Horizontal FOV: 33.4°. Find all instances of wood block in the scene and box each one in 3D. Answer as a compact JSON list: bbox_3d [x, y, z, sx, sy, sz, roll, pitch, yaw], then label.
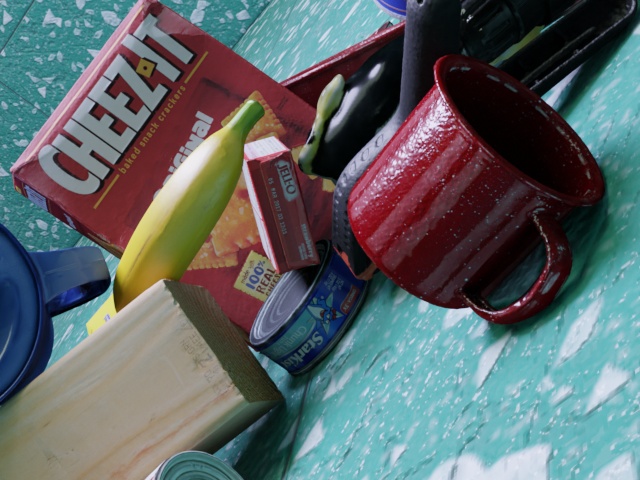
[{"bbox_3d":[-0.136,0.122,0.640,0.206,0.090,0.090,-38,-12,6],"label":"wood block"}]

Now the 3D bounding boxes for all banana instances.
[{"bbox_3d":[-0.089,0.002,0.647,0.069,0.037,0.198,-37,-13,-52],"label":"banana"}]

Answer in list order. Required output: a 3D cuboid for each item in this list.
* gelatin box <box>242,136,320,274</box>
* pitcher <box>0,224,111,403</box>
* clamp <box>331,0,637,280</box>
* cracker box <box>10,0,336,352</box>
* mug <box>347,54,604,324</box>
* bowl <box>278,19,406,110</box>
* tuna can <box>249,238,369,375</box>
[{"bbox_3d":[-0.027,-0.024,0.674,0.030,0.073,0.089,-16,12,-6],"label":"gelatin box"},{"bbox_3d":[-0.232,0.055,0.715,0.243,0.149,0.145,137,158,-78],"label":"pitcher"},{"bbox_3d":[0.058,-0.057,0.558,0.164,0.036,0.210,-2,-41,-48],"label":"clamp"},{"bbox_3d":[-0.083,-0.047,0.759,0.164,0.213,0.072,-57,6,-14],"label":"cracker box"},{"bbox_3d":[0.070,-0.014,0.477,0.082,0.093,0.117,-51,49,31],"label":"mug"},{"bbox_3d":[0.035,-0.126,0.833,0.162,0.055,0.162,-26,10,5],"label":"bowl"},{"bbox_3d":[-0.007,0.041,0.680,0.086,0.033,0.086,-49,14,17],"label":"tuna can"}]
